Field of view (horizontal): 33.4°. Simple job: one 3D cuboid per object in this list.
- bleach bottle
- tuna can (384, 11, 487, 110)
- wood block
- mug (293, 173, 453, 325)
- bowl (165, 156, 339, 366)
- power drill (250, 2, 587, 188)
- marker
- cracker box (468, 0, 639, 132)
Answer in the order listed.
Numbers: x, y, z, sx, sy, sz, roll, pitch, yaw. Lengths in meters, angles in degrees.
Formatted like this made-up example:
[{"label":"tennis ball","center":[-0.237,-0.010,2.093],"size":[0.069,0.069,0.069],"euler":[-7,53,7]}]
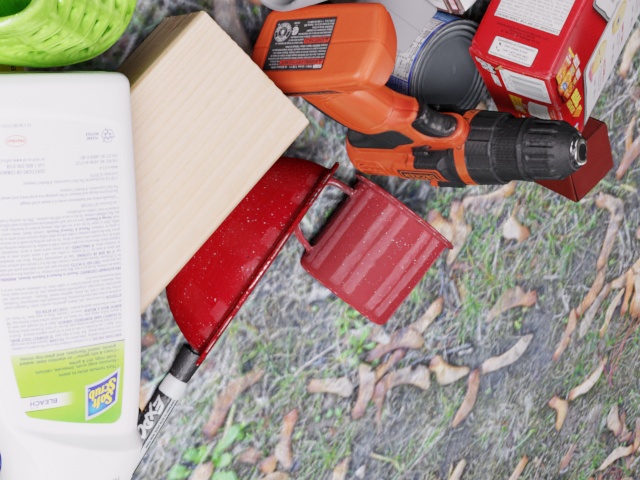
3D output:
[{"label":"bleach bottle","center":[-0.141,0.043,0.532],"size":[0.102,0.068,0.251],"euler":[-5,101,-27]},{"label":"tuna can","center":[0.089,-0.128,0.806],"size":[0.086,0.034,0.086],"euler":[-22,126,-33]},{"label":"wood block","center":[-0.116,-0.025,0.617],"size":[0.090,0.090,0.206],"euler":[44,80,-23]},{"label":"mug","center":[0.030,0.002,0.796],"size":[0.117,0.093,0.081],"euler":[37,91,-18]},{"label":"bowl","center":[-0.055,0.001,0.697],"size":[0.162,0.055,0.162],"euler":[-55,-178,2]},{"label":"power drill","center":[0.058,-0.085,0.692],"size":[0.187,0.185,0.057],"euler":[30,70,-48]},{"label":"marker","center":[-0.120,0.126,0.770],"size":[0.020,0.020,0.121],"euler":[31,91,-47]},{"label":"cracker box","center":[0.194,-0.195,0.794],"size":[0.213,0.072,0.164],"euler":[-65,157,-3]}]
